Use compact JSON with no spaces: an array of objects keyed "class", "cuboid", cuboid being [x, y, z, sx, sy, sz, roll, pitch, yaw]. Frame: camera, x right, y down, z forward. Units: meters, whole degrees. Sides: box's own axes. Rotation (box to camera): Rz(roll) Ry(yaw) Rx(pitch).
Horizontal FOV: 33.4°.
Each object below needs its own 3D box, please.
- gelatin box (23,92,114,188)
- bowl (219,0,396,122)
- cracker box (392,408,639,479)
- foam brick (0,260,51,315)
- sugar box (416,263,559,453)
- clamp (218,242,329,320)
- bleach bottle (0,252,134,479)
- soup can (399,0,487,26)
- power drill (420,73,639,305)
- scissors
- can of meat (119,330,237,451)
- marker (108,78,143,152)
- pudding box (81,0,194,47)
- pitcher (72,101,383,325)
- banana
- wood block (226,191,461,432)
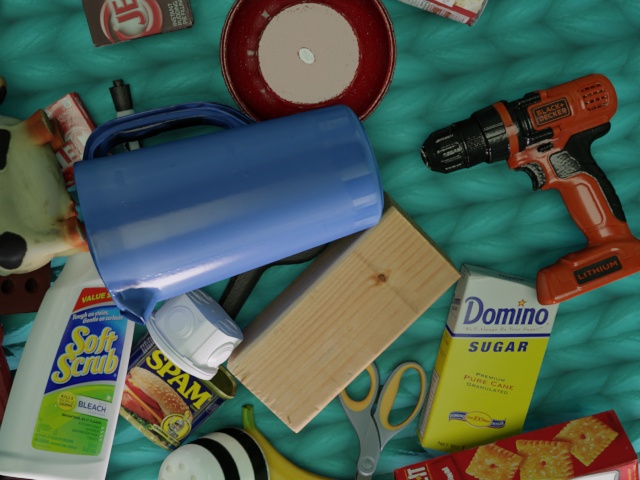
[{"class":"gelatin box","cuboid":[-0.242,-0.082,0.968,0.089,0.030,0.073,-29,101,5]},{"class":"bowl","cuboid":[-0.010,-0.165,0.946,0.162,0.055,0.162,0,102,-1]},{"class":"cracker box","cuboid":[0.189,0.259,1.006,0.213,0.072,0.164,-15,129,1]},{"class":"foam brick","cuboid":[-0.290,0.036,0.964,0.078,0.051,0.053,-3,104,-35]},{"class":"sugar box","cuboid":[0.159,0.118,1.015,0.093,0.048,0.176,12,103,-6]},{"class":"clamp","cuboid":[-0.056,0.001,0.988,0.210,0.036,0.164,-20,112,-1]},{"class":"bleach bottle","cuboid":[-0.218,0.087,0.948,0.102,0.068,0.251,18,73,-34]},{"class":"soup can","cuboid":[0.097,-0.235,0.928,0.102,0.068,0.068,19,101,-5]},{"class":"power drill","cuboid":[0.201,-0.041,0.959,0.184,0.057,0.187,-20,90,-1]},{"class":"scissors","cuboid":[0.031,0.196,1.017,0.096,0.016,0.201,31,82,2]},{"class":"can of meat","cuboid":[-0.144,0.136,1.005,0.102,0.057,0.084,43,100,-9]},{"class":"marker","cuboid":[-0.171,-0.087,0.975,0.020,0.020,0.121,-11,102,0]},{"class":"pudding box","cuboid":[-0.167,-0.233,0.934,0.090,0.039,0.113,-12,102,1]},{"class":"pitcher","cuboid":[-0.079,-0.042,0.897,0.242,0.145,0.149,-17,108,-7]},{"class":"banana","cuboid":[-0.002,0.234,1.039,0.197,0.037,0.070,27,101,-7]},{"class":"wood block","cuboid":[0.020,0.064,0.977,0.206,0.090,0.091,-44,99,7]}]
